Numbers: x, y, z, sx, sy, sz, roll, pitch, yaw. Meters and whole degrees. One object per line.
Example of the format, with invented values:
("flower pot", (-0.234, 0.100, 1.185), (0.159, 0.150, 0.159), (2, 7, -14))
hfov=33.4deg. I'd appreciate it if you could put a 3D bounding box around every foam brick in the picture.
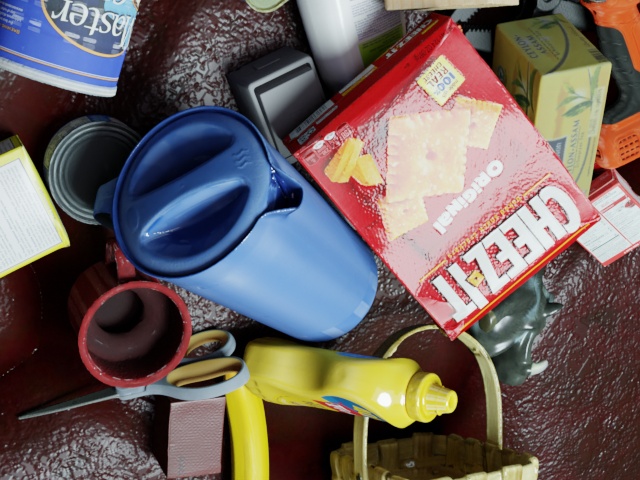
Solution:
("foam brick", (-0.120, 0.168, 0.965), (0.052, 0.051, 0.078), (-1, 108, -23))

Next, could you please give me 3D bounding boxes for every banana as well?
("banana", (-0.069, 0.200, 0.994), (0.037, 0.069, 0.198), (0, 98, 7))

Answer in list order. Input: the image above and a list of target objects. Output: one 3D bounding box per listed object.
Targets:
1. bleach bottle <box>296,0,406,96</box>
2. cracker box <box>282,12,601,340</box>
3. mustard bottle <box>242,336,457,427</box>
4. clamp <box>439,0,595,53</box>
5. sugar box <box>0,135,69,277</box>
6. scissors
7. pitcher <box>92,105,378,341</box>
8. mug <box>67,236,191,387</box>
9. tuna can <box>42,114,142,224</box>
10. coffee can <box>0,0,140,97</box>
("bleach bottle", (0.026, -0.178, 0.896), (0.102, 0.068, 0.251), (-29, 121, -34))
("cracker box", (0.099, -0.050, 0.871), (0.164, 0.072, 0.213), (-40, 106, 4))
("mustard bottle", (0.030, 0.124, 0.922), (0.096, 0.192, 0.058), (32, 68, -51))
("clamp", (0.205, -0.218, 0.965), (0.210, 0.036, 0.164), (-29, 116, -3))
("sugar box", (-0.295, -0.002, 0.829), (0.176, 0.048, 0.093), (-26, 117, -10))
("scissors", (-0.158, 0.117, 0.940), (0.202, 0.096, 0.016), (-7, 120, 11))
("pitcher", (-0.056, 0.001, 0.859), (0.145, 0.149, 0.242), (-44, 148, 5))
("mug", (-0.164, 0.053, 0.886), (0.093, 0.082, 0.117), (-13, 113, -20))
("tuna can", (-0.180, -0.058, 0.866), (0.086, 0.034, 0.086), (-8, 111, -22))
("coffee can", (-0.181, -0.188, 0.780), (0.102, 0.103, 0.140), (13, 102, -28))
